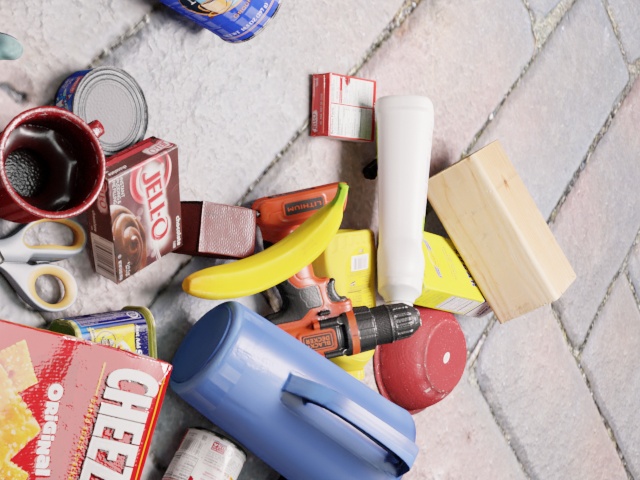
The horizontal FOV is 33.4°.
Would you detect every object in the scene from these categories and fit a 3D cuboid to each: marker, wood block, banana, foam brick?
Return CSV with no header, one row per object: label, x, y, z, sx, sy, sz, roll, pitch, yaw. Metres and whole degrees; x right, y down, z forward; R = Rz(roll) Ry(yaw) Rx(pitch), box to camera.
marker,0.088,-0.112,1.316,0.121,0.020,0.020,-48,124,-37
wood block,0.228,-0.012,1.359,0.206,0.090,0.090,60,34,-1
banana,-0.049,0.014,1.067,0.197,0.037,0.069,-34,128,-20
foam brick,-0.110,-0.010,1.072,0.078,0.051,0.053,11,82,-48

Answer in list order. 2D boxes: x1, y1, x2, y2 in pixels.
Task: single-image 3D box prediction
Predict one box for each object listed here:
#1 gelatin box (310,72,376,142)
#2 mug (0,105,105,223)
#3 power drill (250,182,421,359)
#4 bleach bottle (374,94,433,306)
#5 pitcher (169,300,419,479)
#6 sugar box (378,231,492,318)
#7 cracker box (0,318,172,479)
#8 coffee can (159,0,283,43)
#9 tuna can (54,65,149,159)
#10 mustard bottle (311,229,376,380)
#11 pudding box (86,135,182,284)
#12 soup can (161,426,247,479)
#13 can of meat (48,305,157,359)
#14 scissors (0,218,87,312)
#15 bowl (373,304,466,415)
gelatin box,0.027,-0.153,1.239,0.089,0.030,0.073,0,92,-49
mug,-0.232,-0.066,0.899,0.117,0.082,0.093,-46,110,-31
power drill,0.008,0.035,1.144,0.184,0.057,0.187,-11,95,-9
bleach bottle,0.094,-0.034,1.232,0.102,0.068,0.251,53,39,-76
pitcher,-0.023,0.166,1.070,0.242,0.149,0.145,38,21,-23
sugar box,0.154,0.041,1.347,0.175,0.048,0.093,11,51,-46
cracker box,-0.244,0.150,0.862,0.213,0.072,0.164,19,82,-31
coffee can,-0.115,-0.264,1.023,0.140,0.103,0.103,24,73,-46
tuna can,-0.201,-0.116,0.981,0.085,0.034,0.086,-1,92,-48
mustard bottle,0.027,0.085,1.223,0.096,0.058,0.191,-8,97,-53
pudding box,-0.171,-0.029,0.986,0.089,0.039,0.113,-34,139,-43
soup can,-0.123,0.243,1.051,0.068,0.069,0.102,49,56,-37
can of meat,-0.199,0.115,0.972,0.083,0.058,0.102,-6,95,-46
scissors,-0.280,0.027,0.906,0.201,0.016,0.096,-15,97,-48
bowl,0.138,0.144,1.351,0.161,0.055,0.162,-2,93,-48
